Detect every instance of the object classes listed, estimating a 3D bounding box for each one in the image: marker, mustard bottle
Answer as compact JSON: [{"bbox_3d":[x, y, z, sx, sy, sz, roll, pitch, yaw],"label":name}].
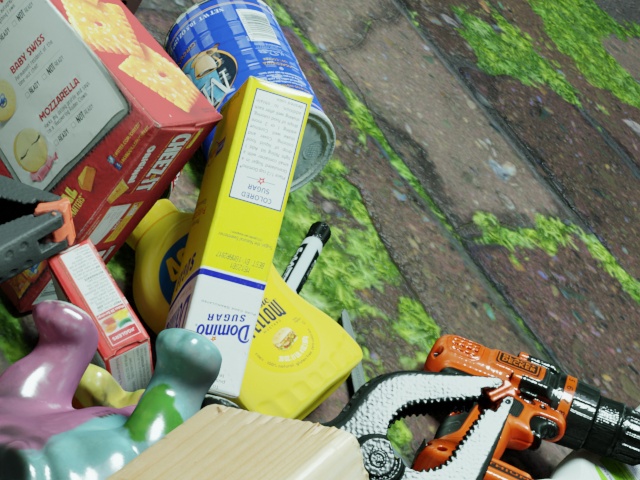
[{"bbox_3d":[-0.014,0.018,0.830,0.020,0.020,0.121,37,33,-5],"label":"marker"},{"bbox_3d":[-0.068,0.039,0.712,0.192,0.058,0.096,46,55,11],"label":"mustard bottle"}]

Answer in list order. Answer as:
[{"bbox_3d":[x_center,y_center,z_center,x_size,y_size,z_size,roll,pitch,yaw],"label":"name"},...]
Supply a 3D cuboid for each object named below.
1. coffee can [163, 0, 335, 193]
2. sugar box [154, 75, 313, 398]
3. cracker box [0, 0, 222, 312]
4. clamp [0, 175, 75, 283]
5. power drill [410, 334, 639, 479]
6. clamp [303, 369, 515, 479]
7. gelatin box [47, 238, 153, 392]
[{"bbox_3d":[-0.060,-0.117,0.869,0.102,0.103,0.140,8,44,-39],"label":"coffee can"},{"bbox_3d":[-0.054,0.001,0.627,0.048,0.093,0.176,18,80,-13],"label":"sugar box"},{"bbox_3d":[-0.184,-0.090,0.655,0.214,0.164,0.072,49,29,14],"label":"cracker box"},{"bbox_3d":[-0.221,0.004,0.569,0.171,0.039,0.120,-1,51,1],"label":"clamp"},{"bbox_3d":[0.145,0.145,0.744,0.184,0.057,0.187,19,24,12],"label":"power drill"},{"bbox_3d":[0.031,0.145,0.629,0.209,0.036,0.164,-18,67,-17],"label":"clamp"},{"bbox_3d":[-0.124,0.053,0.617,0.030,0.089,0.073,-26,64,-19],"label":"gelatin box"}]
